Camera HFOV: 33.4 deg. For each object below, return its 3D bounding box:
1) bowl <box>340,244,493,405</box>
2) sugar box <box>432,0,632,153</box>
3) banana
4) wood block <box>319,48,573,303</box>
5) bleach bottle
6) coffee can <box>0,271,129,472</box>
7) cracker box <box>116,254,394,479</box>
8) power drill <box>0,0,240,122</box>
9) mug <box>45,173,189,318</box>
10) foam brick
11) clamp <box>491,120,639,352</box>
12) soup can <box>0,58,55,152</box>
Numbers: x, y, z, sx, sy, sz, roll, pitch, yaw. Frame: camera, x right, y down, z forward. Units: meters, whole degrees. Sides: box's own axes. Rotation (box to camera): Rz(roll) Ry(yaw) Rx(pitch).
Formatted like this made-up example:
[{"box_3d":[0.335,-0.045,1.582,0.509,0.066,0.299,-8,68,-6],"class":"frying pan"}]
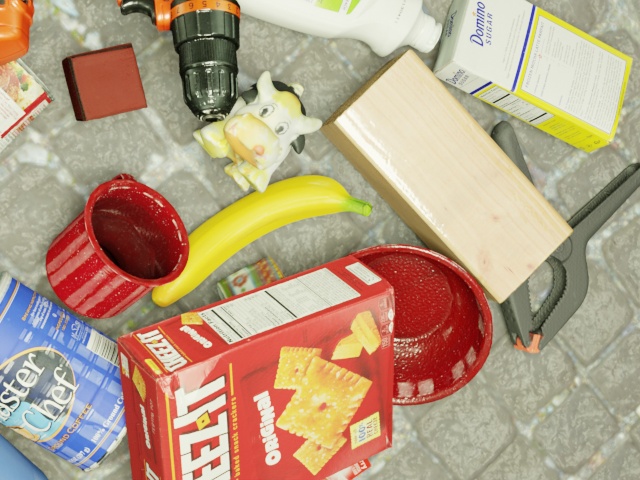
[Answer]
[{"box_3d":[0.069,0.064,0.932,0.162,0.055,0.162,4,118,7],"class":"bowl"},{"box_3d":[0.193,-0.157,0.965,0.176,0.048,0.093,23,71,-15],"class":"sugar box"},{"box_3d":[-0.058,-0.009,0.901,0.197,0.070,0.037,-26,125,-5],"class":"banana"},{"box_3d":[0.105,-0.054,0.915,0.090,0.091,0.206,-44,97,-5],"class":"wood block"},{"box_3d":[-0.012,-0.214,0.896,0.250,0.068,0.102,22,87,-20],"class":"bleach bottle"},{"box_3d":[-0.218,0.104,0.842,0.140,0.103,0.103,35,85,-18],"class":"coffee can"},{"box_3d":[-0.042,0.124,0.837,0.213,0.072,0.164,-19,124,-30],"class":"cracker box"},{"box_3d":[-0.153,-0.171,0.781,0.187,0.057,0.184,-4,77,-5],"class":"power drill"},{"box_3d":[-0.166,0.001,0.851,0.093,0.082,0.117,18,51,-36],"class":"mug"},{"box_3d":[-0.172,-0.124,0.846,0.053,0.078,0.051,-15,100,-13],"class":"foam brick"},{"box_3d":[0.207,-0.002,0.999,0.164,0.036,0.210,21,85,-17],"class":"clamp"},{"box_3d":[-0.265,-0.099,0.825,0.102,0.069,0.068,-46,106,-8],"class":"soup can"}]
